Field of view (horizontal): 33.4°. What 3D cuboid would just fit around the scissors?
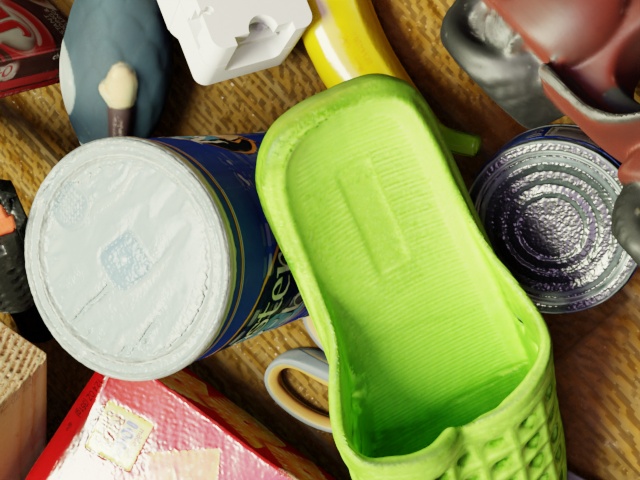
[{"bbox_3d":[0.065,0.077,0.556,0.202,0.016,0.096,10,110,20],"label":"scissors"}]

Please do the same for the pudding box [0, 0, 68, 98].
[{"bbox_3d":[-0.193,-0.124,0.561,0.113,0.089,0.039,43,118,6],"label":"pudding box"}]

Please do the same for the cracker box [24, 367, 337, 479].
[{"bbox_3d":[-0.067,0.182,0.586,0.214,0.072,0.164,35,95,11],"label":"cracker box"}]

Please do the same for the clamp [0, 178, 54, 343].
[{"bbox_3d":[-0.168,-0.003,0.552,0.036,0.210,0.164,-23,106,-13],"label":"clamp"}]

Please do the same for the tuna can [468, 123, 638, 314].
[{"bbox_3d":[0.110,-0.010,0.499,0.086,0.033,0.086,7,109,21],"label":"tuna can"}]

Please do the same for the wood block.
[{"bbox_3d":[-0.216,0.120,0.600,0.091,0.090,0.206,32,143,10],"label":"wood block"}]

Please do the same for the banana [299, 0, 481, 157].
[{"bbox_3d":[0.016,-0.125,0.503,0.070,0.037,0.198,-18,98,21],"label":"banana"}]

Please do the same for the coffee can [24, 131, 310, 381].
[{"bbox_3d":[-0.053,0.001,0.504,0.103,0.140,0.103,3,98,25],"label":"coffee can"}]
